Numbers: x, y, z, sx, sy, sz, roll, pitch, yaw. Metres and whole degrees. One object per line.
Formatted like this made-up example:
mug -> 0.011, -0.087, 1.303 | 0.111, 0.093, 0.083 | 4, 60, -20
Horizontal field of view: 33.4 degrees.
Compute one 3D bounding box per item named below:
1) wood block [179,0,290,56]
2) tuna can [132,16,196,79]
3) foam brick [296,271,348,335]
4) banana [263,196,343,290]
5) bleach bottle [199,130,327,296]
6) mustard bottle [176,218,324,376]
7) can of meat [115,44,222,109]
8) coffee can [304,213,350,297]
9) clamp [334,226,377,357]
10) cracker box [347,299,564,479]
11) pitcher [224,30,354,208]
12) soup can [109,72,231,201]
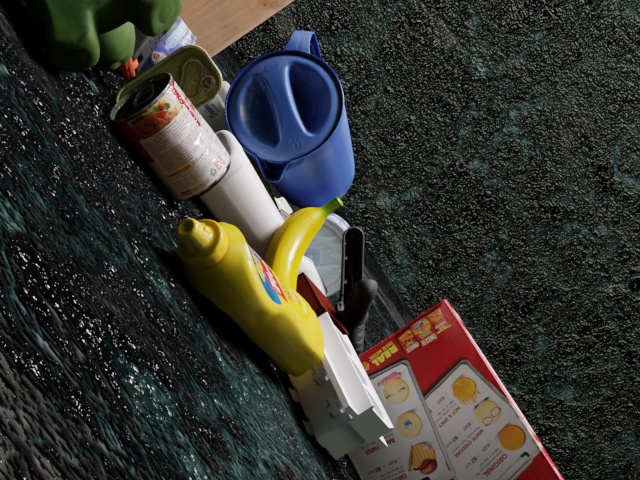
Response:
wood block -> -0.141, -0.282, 1.338 | 0.090, 0.206, 0.091 | 55, 6, -9
tuna can -> -0.183, -0.215, 1.200 | 0.033, 0.086, 0.086 | 52, 7, -27
foam brick -> -0.015, 0.081, 1.141 | 0.053, 0.051, 0.078 | 59, 6, 37
banana -> -0.031, 0.030, 1.086 | 0.037, 0.070, 0.197 | 43, 44, -29
bleach bottle -> -0.058, 0.001, 1.179 | 0.250, 0.068, 0.102 | 56, 4, -27
mustard bottle -> -0.065, 0.038, 0.897 | 0.191, 0.058, 0.096 | 50, 7, -50
can of meat -> -0.146, -0.148, 1.054 | 0.057, 0.102, 0.084 | 56, 3, -9
coffee can -> -0.007, 0.016, 1.329 | 0.103, 0.103, 0.140 | 56, 5, -1
clamp -> 0.036, 0.083, 1.193 | 0.120, 0.039, 0.171 | -93, -174, -67
cracker box -> 0.113, 0.191, 1.025 | 0.214, 0.164, 0.072 | 59, 8, 29
pitcher -> -0.022, -0.130, 1.281 | 0.145, 0.149, 0.243 | 53, -2, 16
soup can -> -0.137, -0.095, 0.987 | 0.102, 0.068, 0.068 | 54, 6, -29
